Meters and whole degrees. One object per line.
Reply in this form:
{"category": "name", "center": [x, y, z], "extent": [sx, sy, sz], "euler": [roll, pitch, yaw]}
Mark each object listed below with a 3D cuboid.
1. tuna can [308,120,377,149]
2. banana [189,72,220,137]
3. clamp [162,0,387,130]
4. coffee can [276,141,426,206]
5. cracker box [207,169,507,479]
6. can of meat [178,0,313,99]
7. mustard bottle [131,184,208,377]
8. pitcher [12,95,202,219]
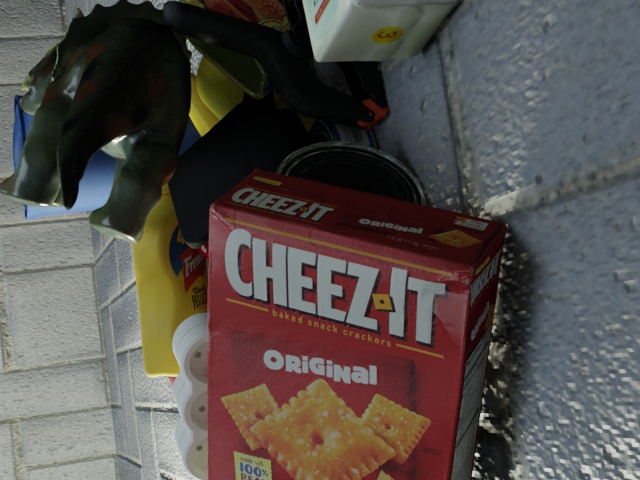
{"category": "tuna can", "center": [0.016, -0.052, 0.819], "extent": [0.086, 0.033, 0.086], "euler": [174, 90, -72]}
{"category": "banana", "center": [-0.095, -0.108, 1.020], "extent": [0.198, 0.037, 0.069], "euler": [51, 165, 58]}
{"category": "clamp", "center": [-0.027, -0.140, 0.764], "extent": [0.171, 0.120, 0.039], "euler": [52, 167, 3]}
{"category": "coffee can", "center": [0.009, 0.016, 0.750], "extent": [0.140, 0.102, 0.103], "euler": [102, 155, -44]}
{"category": "cracker box", "center": [0.015, 0.080, 0.654], "extent": [0.072, 0.164, 0.214], "euler": [-44, -37, -56]}
{"category": "can of meat", "center": [-0.049, -0.169, 0.823], "extent": [0.102, 0.083, 0.057], "euler": [41, 158, 16]}
{"category": "mustard bottle", "center": [-0.134, 0.020, 0.958], "extent": [0.096, 0.058, 0.191], "euler": [-23, -72, -71]}
{"category": "pitcher", "center": [-0.210, -0.103, 1.163], "extent": [0.149, 0.242, 0.145], "euler": [-139, 46, -65]}
